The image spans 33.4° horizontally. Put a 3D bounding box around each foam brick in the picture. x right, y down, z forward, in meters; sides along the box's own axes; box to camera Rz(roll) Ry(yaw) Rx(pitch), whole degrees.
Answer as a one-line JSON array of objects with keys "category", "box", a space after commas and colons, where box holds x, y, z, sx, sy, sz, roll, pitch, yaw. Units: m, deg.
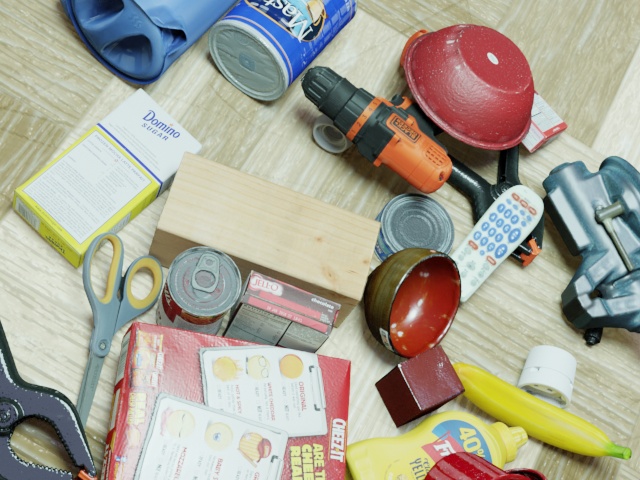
[{"category": "foam brick", "box": [0.096, 0.144, 1.046, 0.052, 0.078, 0.051, -20, 75, -22]}]

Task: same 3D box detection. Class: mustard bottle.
[{"category": "mustard bottle", "box": [0.116, 0.217, 1.029, 0.191, 0.058, 0.096, -15, 81, -22]}]

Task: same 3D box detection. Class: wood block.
[{"category": "wood block", "box": [-0.057, 0.001, 1.059, 0.206, 0.091, 0.090, 20, 63, -6]}]

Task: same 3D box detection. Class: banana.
[{"category": "banana", "box": [0.212, 0.170, 1.071, 0.198, 0.070, 0.037, 24, 65, -2]}]

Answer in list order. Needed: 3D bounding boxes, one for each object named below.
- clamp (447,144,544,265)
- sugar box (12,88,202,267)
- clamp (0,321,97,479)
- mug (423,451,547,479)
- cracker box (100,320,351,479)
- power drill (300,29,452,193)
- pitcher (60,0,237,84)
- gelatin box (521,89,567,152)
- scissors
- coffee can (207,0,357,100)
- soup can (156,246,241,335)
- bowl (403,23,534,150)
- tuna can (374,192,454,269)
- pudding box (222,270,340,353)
[{"category": "clamp", "box": [0.204, -0.056, 1.186, 0.120, 0.039, 0.171, -26, 73, -19]}, {"category": "sugar box", "box": [-0.211, -0.064, 1.071, 0.093, 0.048, 0.176, 43, 60, 3]}, {"category": "clamp", "box": [-0.293, 0.163, 0.952, 0.210, 0.036, 0.164, 43, 73, 2]}, {"category": "mug", "box": [0.152, 0.236, 0.966, 0.117, 0.082, 0.093, -24, 109, -20]}, {"category": "cracker box", "box": [-0.086, 0.177, 0.977, 0.213, 0.072, 0.164, 12, 65, -17]}, {"category": "power drill", "box": [0.087, -0.154, 1.150, 0.184, 0.057, 0.187, 40, 48, 0]}, {"category": "pitcher", "box": [-0.154, -0.290, 1.147, 0.149, 0.145, 0.242, 45, 58, -5]}, {"category": "gelatin box", "box": [0.233, -0.147, 1.221, 0.089, 0.030, 0.073, 49, 34, 10]}, {"category": "scissors", "box": [-0.193, 0.093, 1.018, 0.096, 0.016, 0.202, 5, 83, -43]}, {"category": "coffee can", "box": [-0.040, -0.235, 1.160, 0.103, 0.103, 0.140, 38, 62, 3]}, {"category": "soup can", "box": [-0.117, 0.056, 1.011, 0.068, 0.102, 0.068, 6, 66, -13]}, {"category": "bowl", "box": [0.171, -0.177, 1.137, 0.162, 0.055, 0.162, 15, 53, -20]}, {"category": "tuna can", "box": [0.099, -0.007, 1.137, 0.086, 0.034, 0.086, 6, 66, -13]}, {"category": "pudding box", "box": [-0.040, 0.076, 1.017, 0.090, 0.114, 0.039, 23, 62, -6]}]
